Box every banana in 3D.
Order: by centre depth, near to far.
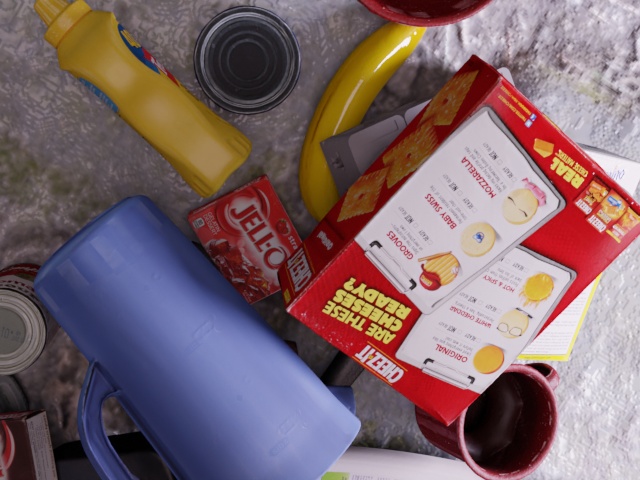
[{"bbox_3d":[0.025,-0.095,0.858,0.069,0.037,0.198,11,102,-36],"label":"banana"}]

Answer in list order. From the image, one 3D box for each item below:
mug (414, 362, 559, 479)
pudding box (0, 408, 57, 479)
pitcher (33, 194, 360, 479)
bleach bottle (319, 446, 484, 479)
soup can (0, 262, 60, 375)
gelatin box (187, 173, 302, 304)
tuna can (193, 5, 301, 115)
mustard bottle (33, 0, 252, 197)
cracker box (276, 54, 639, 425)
[{"bbox_3d":[0.137,0.131,0.854,0.117,0.082,0.093,-32,106,-19],"label":"mug"},{"bbox_3d":[-0.247,0.189,0.813,0.090,0.039,0.113,-9,94,17],"label":"pudding box"},{"bbox_3d":[-0.101,0.095,0.776,0.145,0.149,0.243,-40,92,18],"label":"pitcher"},{"bbox_3d":[0.024,0.211,0.891,0.250,0.068,0.102,14,85,-3],"label":"bleach bottle"},{"bbox_3d":[-0.237,0.059,0.824,0.068,0.102,0.068,-1,99,-5],"label":"soup can"},{"bbox_3d":[-0.056,0.001,0.867,0.073,0.030,0.089,-27,101,0],"label":"gelatin box"},{"bbox_3d":[-0.058,-0.142,0.842,0.086,0.034,0.086,-1,99,-5],"label":"tuna can"},{"bbox_3d":[-0.139,-0.115,0.808,0.191,0.096,0.058,42,93,-10],"label":"mustard bottle"},{"bbox_3d":[0.099,0.003,0.761,0.164,0.072,0.214,37,104,-22],"label":"cracker box"}]
